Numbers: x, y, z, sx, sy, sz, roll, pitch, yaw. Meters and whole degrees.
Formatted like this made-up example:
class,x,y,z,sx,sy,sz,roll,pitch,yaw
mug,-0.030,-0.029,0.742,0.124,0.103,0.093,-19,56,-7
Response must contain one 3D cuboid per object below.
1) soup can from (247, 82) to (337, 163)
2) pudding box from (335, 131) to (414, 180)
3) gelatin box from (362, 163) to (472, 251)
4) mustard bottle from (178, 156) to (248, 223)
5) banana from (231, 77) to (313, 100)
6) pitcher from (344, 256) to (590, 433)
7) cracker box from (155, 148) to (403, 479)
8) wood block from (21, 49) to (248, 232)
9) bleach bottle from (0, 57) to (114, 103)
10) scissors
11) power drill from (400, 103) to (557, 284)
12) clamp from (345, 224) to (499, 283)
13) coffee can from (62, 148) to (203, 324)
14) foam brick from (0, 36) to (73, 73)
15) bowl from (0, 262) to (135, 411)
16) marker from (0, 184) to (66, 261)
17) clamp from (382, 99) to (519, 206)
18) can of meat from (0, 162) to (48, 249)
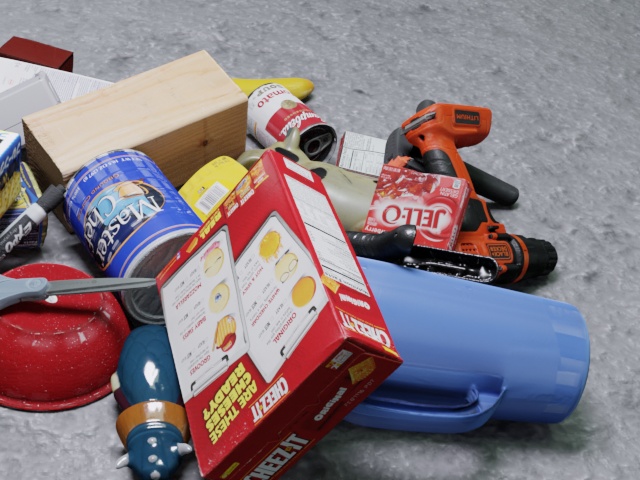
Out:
class,x,y,z,sx,sy,sz,roll,pitch,yaw
soup can,-0.037,-0.129,1.225,0.068,0.068,0.102,-15,43,-34
pudding box,0.072,-0.078,1.216,0.113,0.039,0.090,12,35,1
gelatin box,0.092,-0.028,1.017,0.089,0.073,0.030,14,-9,25
mustard bottle,-0.057,0.001,1.031,0.192,0.058,0.096,36,76,28
banana,-0.099,-0.186,1.310,0.197,0.037,0.069,2,38,-14
pitcher,0.102,0.096,0.914,0.242,0.145,0.149,9,76,-10
cracker box,-0.041,0.059,0.833,0.072,0.164,0.214,25,29,-38
wood block,-0.184,-0.102,1.081,0.205,0.091,0.090,-26,57,-26
bleach bottle,-0.244,-0.136,1.176,0.250,0.068,0.102,10,39,-9
scissors,-0.241,0.050,0.852,0.202,0.016,0.096,6,37,10
power drill,0.164,-0.045,1.098,0.184,0.057,0.188,0,69,-44
clamp,0.076,0.015,0.974,0.120,0.039,0.172,25,-12,-27
coffee can,-0.164,-0.005,0.984,0.102,0.103,0.140,-13,43,-32
foam brick,-0.332,-0.196,1.236,0.078,0.053,0.051,15,35,3
bowl,-0.233,0.068,0.904,0.162,0.055,0.162,9,36,-7
marker,-0.277,-0.007,0.970,0.020,0.020,0.121,35,74,28
clamp,0.136,-0.084,1.182,0.164,0.036,0.209,45,28,9
can of meat,-0.313,-0.032,1.015,0.083,0.057,0.102,-6,40,-28
